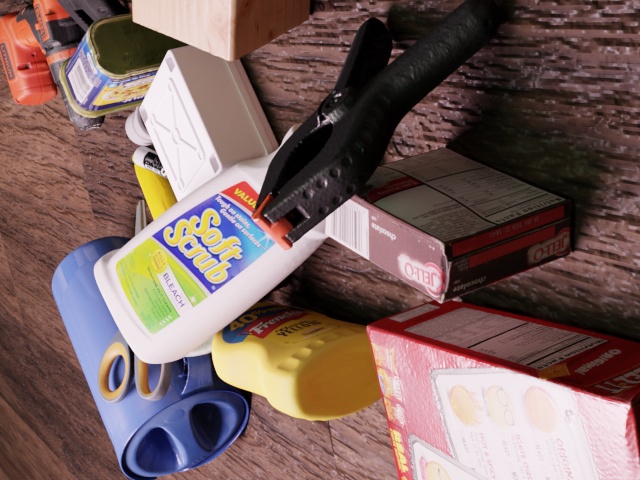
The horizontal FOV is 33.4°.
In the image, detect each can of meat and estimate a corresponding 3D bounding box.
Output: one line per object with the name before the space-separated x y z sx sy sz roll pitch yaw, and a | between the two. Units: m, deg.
can of meat | -0.159 -0.152 0.901 0.084 0.101 0.057 -30 81 59

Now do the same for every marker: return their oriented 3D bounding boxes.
marker | -0.126 -0.060 0.960 0.121 0.020 0.020 25 128 40

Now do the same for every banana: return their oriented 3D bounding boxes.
banana | -0.135 -0.010 1.016 0.069 0.037 0.198 93 155 -77

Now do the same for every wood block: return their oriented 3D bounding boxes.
wood block | -0.059 -0.232 0.662 0.091 0.090 0.206 25 132 26

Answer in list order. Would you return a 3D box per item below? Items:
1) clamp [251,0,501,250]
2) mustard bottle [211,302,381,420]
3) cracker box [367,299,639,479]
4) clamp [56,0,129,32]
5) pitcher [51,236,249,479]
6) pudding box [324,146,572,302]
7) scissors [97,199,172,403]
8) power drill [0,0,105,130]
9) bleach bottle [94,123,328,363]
clamp | 0.017 -0.071 0.600 0.039 0.171 0.120 46 170 -19
mustard bottle | -0.028 0.084 0.813 0.192 0.096 0.058 11 116 59
cracker box | 0.125 0.130 0.596 0.214 0.072 0.164 10 116 58
clamp | -0.220 -0.230 0.929 0.165 0.036 0.210 37 168 22
pitcher | -0.178 0.103 1.069 0.243 0.149 0.144 54 -174 34
pudding box | 0.068 -0.012 0.591 0.114 0.089 0.039 34 133 50
scissors | -0.181 0.065 1.000 0.096 0.016 0.202 -34 55 24
power drill | -0.291 -0.199 1.155 0.188 0.057 0.184 -7 96 59
bleach bottle | -0.058 -0.011 0.767 0.251 0.067 0.102 -39 72 33
